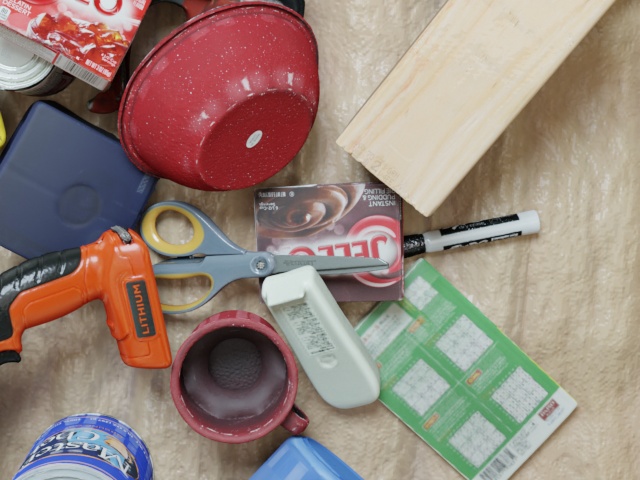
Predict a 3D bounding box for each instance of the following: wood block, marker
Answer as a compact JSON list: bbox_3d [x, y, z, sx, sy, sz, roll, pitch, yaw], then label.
[{"bbox_3d":[0.113,-0.129,0.769,0.090,0.090,0.206,39,108,-3],"label":"wood block"},{"bbox_3d":[0.113,-0.004,0.846,0.121,0.020,0.020,-11,96,-3],"label":"marker"}]

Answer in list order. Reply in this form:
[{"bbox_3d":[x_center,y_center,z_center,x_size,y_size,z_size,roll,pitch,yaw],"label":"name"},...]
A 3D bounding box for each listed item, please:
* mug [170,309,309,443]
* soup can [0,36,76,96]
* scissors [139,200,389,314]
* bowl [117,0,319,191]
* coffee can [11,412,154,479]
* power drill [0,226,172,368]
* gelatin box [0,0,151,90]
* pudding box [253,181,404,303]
[{"bbox_3d":[-0.056,0.105,0.813,0.117,0.081,0.093,37,92,-7],"label":"mug"},{"bbox_3d":[-0.212,-0.139,0.766,0.068,0.102,0.068,0,96,-4],"label":"soup can"},{"bbox_3d":[-0.055,0.001,0.802,0.202,0.016,0.096,-16,92,18],"label":"scissors"},{"bbox_3d":[-0.058,-0.087,0.755,0.162,0.162,0.055,-36,58,0],"label":"bowl"},{"bbox_3d":[-0.178,0.193,0.782,0.102,0.140,0.103,0,96,-5],"label":"coffee can"},{"bbox_3d":[-0.202,0.076,0.740,0.187,0.057,0.184,-14,106,-21],"label":"power drill"},{"bbox_3d":[-0.165,-0.153,0.705,0.089,0.030,0.073,28,74,-18],"label":"gelatin box"},{"bbox_3d":[0.008,0.001,0.820,0.113,0.039,0.090,-2,96,9],"label":"pudding box"}]
